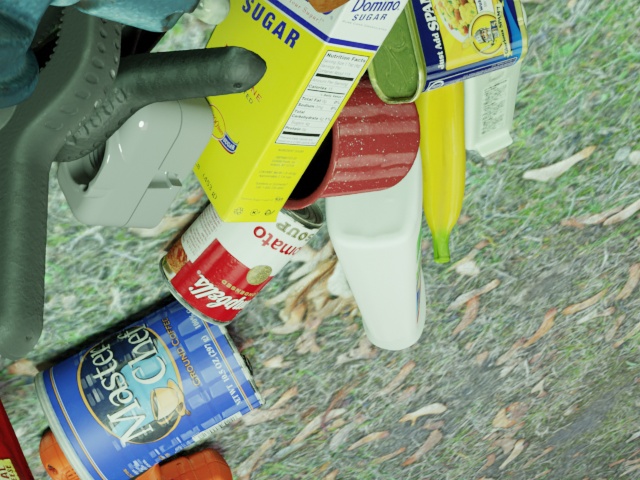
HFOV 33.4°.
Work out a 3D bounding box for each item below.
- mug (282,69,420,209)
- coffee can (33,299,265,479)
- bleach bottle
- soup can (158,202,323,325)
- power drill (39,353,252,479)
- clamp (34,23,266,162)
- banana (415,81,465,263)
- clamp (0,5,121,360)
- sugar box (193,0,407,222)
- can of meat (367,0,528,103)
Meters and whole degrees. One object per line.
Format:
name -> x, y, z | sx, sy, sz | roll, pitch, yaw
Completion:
mug -> 0.011, -0.081, 0.685 | 0.081, 0.093, 0.117 | -8, 111, -40
coffee can -> -0.126, 0.111, 0.797 | 0.140, 0.103, 0.103 | -28, 147, -7
bleach bottle -> 0.053, 0.016, 0.844 | 0.068, 0.102, 0.251 | -1, 154, 8
soup can -> -0.055, 0.001, 0.745 | 0.102, 0.068, 0.068 | -46, 145, 18
power drill -> -0.131, 0.179, 0.926 | 0.184, 0.057, 0.187 | -24, 144, -7
clamp -> -0.102, -0.085, 0.553 | 0.171, 0.120, 0.039 | -36, 133, 12
banana -> 0.088, -0.074, 0.769 | 0.037, 0.069, 0.198 | -12, 135, -1
clamp -> -0.166, -0.059, 0.534 | 0.036, 0.165, 0.210 | 36, 71, -58
sugar box -> -0.023, -0.103, 0.612 | 0.048, 0.093, 0.176 | -2, 136, -38
can of meat -> 0.070, -0.142, 0.639 | 0.083, 0.058, 0.102 | -19, 102, -24
